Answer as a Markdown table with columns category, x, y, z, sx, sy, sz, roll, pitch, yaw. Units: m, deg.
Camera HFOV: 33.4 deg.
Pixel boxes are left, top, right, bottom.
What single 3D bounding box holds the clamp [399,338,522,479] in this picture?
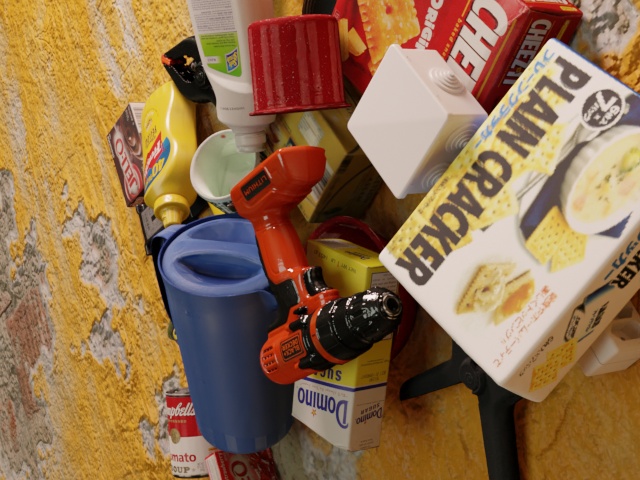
| category | x | y | z | sx | sy | sz | roll | pitch | yaw |
| --- | --- | --- | --- | --- | --- | --- | --- | --- | --- |
| clamp | 0.143 | 0.122 | 0.896 | 0.165 | 0.036 | 0.210 | 53 | 141 | 34 |

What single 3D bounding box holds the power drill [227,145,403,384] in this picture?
| category | x | y | z | sx | sy | sz | roll | pitch | yaw |
| --- | --- | --- | --- | --- | --- | --- | --- | --- | --- |
| power drill | -0.010 | 0.018 | 0.914 | 0.185 | 0.057 | 0.188 | -32 | 66 | 50 |

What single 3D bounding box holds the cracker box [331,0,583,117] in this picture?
| category | x | y | z | sx | sy | sz | roll | pitch | yaw |
| --- | --- | --- | --- | --- | --- | --- | --- | --- | --- |
| cracker box | 0.099 | -0.177 | 0.911 | 0.214 | 0.071 | 0.164 | 52 | 133 | 37 |

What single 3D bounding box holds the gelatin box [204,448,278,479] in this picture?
| category | x | y | z | sx | sy | sz | roll | pitch | yaw |
| --- | --- | --- | --- | --- | --- | --- | --- | --- | --- |
| gelatin box | -0.083 | 0.277 | 1.199 | 0.030 | 0.073 | 0.089 | -41 | 60 | 48 |

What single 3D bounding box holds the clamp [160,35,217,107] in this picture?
| category | x | y | z | sx | sy | sz | roll | pitch | yaw |
| --- | --- | --- | --- | --- | --- | --- | --- | --- | --- |
| clamp | -0.122 | -0.181 | 1.232 | 0.172 | 0.039 | 0.120 | 17 | 106 | 46 |

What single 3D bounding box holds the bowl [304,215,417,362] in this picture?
| category | x | y | z | sx | sy | sz | roll | pitch | yaw |
| --- | --- | --- | --- | --- | --- | --- | --- | --- | --- |
| bowl | 0.043 | 0.056 | 1.022 | 0.162 | 0.055 | 0.162 | 7 | 99 | 54 |

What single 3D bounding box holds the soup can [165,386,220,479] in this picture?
| category | x | y | z | sx | sy | sz | roll | pitch | yaw |
| --- | --- | --- | --- | --- | --- | --- | --- | --- | --- |
| soup can | -0.151 | 0.231 | 1.294 | 0.069 | 0.068 | 0.102 | -4 | 90 | 54 |

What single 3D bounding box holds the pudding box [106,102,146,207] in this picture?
| category | x | y | z | sx | sy | sz | roll | pitch | yaw |
| --- | --- | --- | --- | --- | --- | --- | --- | --- | --- |
| pudding box | -0.239 | -0.113 | 1.410 | 0.090 | 0.039 | 0.113 | -40 | 61 | 48 |

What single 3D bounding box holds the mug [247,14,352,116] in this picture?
| category | x | y | z | sx | sy | sz | roll | pitch | yaw |
| --- | --- | --- | --- | --- | --- | --- | --- | --- | --- |
| mug | -0.020 | -0.157 | 0.962 | 0.117 | 0.093 | 0.081 | -44 | -51 | -81 |

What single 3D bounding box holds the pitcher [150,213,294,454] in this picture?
| category | x | y | z | sx | sy | sz | roll | pitch | yaw |
| --- | --- | --- | --- | --- | --- | --- | --- | --- | --- |
| pitcher | -0.094 | 0.098 | 1.106 | 0.149 | 0.145 | 0.243 | -101 | 7 | -53 |

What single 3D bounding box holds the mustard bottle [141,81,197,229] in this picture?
| category | x | y | z | sx | sy | sz | roll | pitch | yaw |
| --- | --- | --- | --- | --- | --- | --- | --- | --- | --- |
| mustard bottle | -0.179 | -0.091 | 1.271 | 0.096 | 0.058 | 0.191 | -47 | 40 | 41 |

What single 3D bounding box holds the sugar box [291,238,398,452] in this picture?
| category | x | y | z | sx | sy | sz | roll | pitch | yaw |
| --- | --- | --- | --- | --- | --- | --- | --- | --- | --- |
| sugar box | 0.021 | 0.093 | 0.969 | 0.093 | 0.048 | 0.176 | 24 | 111 | 51 |

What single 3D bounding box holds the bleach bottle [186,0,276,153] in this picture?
| category | x | y | z | sx | sy | sz | roll | pitch | yaw |
| --- | --- | --- | --- | --- | --- | --- | --- | --- | --- |
| bleach bottle | -0.088 | -0.211 | 1.039 | 0.103 | 0.067 | 0.251 | 9 | 111 | 48 |
